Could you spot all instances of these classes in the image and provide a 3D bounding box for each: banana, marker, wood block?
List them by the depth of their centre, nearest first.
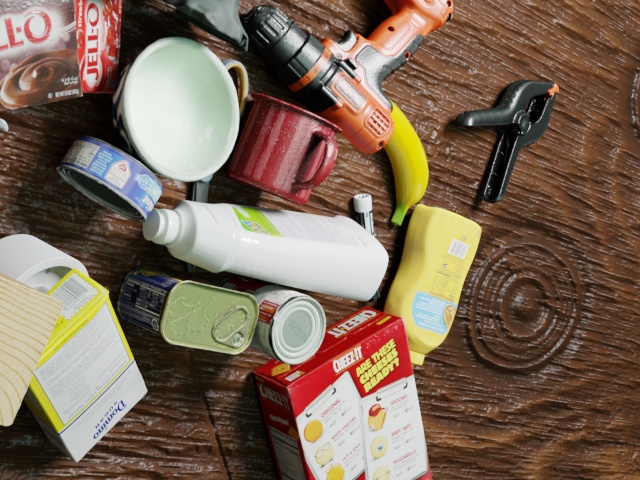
[{"bbox_3d":[-0.281,0.048,0.748,0.090,0.206,0.091,29,82,-41],"label":"wood block"},{"bbox_3d":[0.069,-0.105,1.128,0.069,0.037,0.197,-47,126,-23],"label":"banana"},{"bbox_3d":[0.051,0.010,1.151,0.020,0.020,0.121,-21,113,-36],"label":"marker"}]

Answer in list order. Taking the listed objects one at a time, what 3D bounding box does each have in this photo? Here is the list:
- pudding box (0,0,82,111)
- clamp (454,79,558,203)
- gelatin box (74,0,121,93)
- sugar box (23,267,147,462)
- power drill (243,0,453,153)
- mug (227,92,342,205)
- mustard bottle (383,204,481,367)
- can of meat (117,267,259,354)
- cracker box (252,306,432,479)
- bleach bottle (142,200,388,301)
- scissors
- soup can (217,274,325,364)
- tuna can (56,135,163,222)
[{"bbox_3d":[-0.233,-0.143,0.781,0.113,0.039,0.090,-21,118,-44],"label":"pudding box"},{"bbox_3d":[0.219,-0.141,1.249,0.171,0.039,0.120,-54,133,-26],"label":"clamp"},{"bbox_3d":[-0.193,-0.165,0.871,0.073,0.030,0.089,-21,117,-70],"label":"gelatin box"},{"bbox_3d":[-0.204,0.108,0.887,0.093,0.048,0.176,-45,158,-25],"label":"sugar box"},{"bbox_3d":[0.034,-0.206,1.048,0.184,0.057,0.187,43,68,-21],"label":"power drill"},{"bbox_3d":[-0.029,-0.081,1.000,0.093,0.117,0.081,22,90,-46],"label":"mug"},{"bbox_3d":[0.117,0.062,1.194,0.096,0.058,0.191,20,86,-48],"label":"mustard bottle"},{"bbox_3d":[-0.122,0.062,0.971,0.101,0.084,0.057,15,90,-42],"label":"can of meat"},{"bbox_3d":[0.028,0.202,1.142,0.163,0.072,0.214,-27,116,-33],"label":"cracker box"},{"bbox_3d":[-0.057,0.001,1.004,0.250,0.103,0.068,11,109,-40],"label":"bleach bottle"},{"bbox_3d":[-0.122,-0.077,0.984,0.096,0.016,0.202,22,86,-40],"label":"scissors"},{"bbox_3d":[-0.052,0.075,1.022,0.068,0.102,0.068,-10,106,-39],"label":"soup can"},{"bbox_3d":[-0.176,-0.052,0.896,0.086,0.086,0.033,41,72,-39],"label":"tuna can"}]
